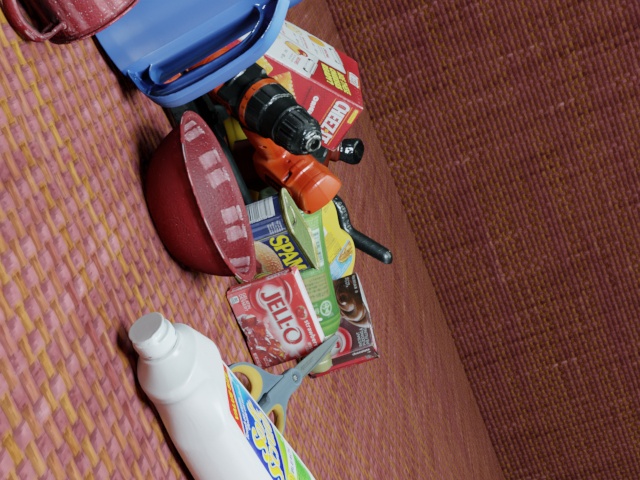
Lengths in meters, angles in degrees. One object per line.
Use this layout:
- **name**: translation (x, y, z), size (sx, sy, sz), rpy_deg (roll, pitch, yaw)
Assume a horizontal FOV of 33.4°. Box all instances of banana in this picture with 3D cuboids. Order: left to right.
- **banana**: translation (-0.094, -0.135, 1.309), size (0.069, 0.037, 0.198), rpy_deg (51, 23, -65)

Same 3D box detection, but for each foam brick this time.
- **foam brick**: translation (-0.059, -0.086, 1.249), size (0.078, 0.051, 0.053), rpy_deg (17, 72, -46)

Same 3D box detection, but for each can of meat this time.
- **can of meat**: translation (-0.057, 0.001, 1.114), size (0.102, 0.084, 0.057), rpy_deg (58, 16, -52)

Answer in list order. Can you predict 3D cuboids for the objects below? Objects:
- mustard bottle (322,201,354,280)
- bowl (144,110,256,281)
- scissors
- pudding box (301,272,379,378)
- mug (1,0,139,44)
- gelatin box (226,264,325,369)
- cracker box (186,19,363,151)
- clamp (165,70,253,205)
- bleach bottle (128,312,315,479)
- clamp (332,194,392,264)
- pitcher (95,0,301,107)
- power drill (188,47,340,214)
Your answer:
- **mustard bottle**: translation (-0.003, 0.019, 1.360), size (0.058, 0.096, 0.191), rpy_deg (32, -16, 34)
- **bowl**: translation (-0.113, -0.032, 0.956), size (0.162, 0.055, 0.162), rpy_deg (-19, 90, -80)
- **scissors**: translation (-0.041, 0.119, 0.987), size (0.096, 0.016, 0.201), rpy_deg (55, 36, -20)
- **pudding box**: translation (0.017, 0.104, 1.310), size (0.039, 0.090, 0.113), rpy_deg (62, 13, -48)
- **mug**: translation (-0.192, -0.197, 0.786), size (0.117, 0.093, 0.081), rpy_deg (-57, 133, -29)
- **gelatin box**: translation (-0.044, 0.078, 1.073), size (0.030, 0.073, 0.089), rpy_deg (-72, 141, -74)
- **cracker box**: translation (-0.061, -0.204, 1.222), size (0.213, 0.072, 0.164), rpy_deg (28, 24, -14)
- **clamp**: translation (-0.117, -0.109, 1.133), size (0.210, 0.036, 0.164), rpy_deg (49, 21, -68)
- **bleach bottle**: translation (-0.072, 0.154, 0.812), size (0.102, 0.068, 0.250), rpy_deg (-97, 162, -52)
- **clamp**: translation (0.011, -0.004, 1.531), size (0.171, 0.120, 0.039), rpy_deg (51, 20, 3)
- **pitcher**: translation (-0.083, -0.234, 0.949), size (0.149, 0.243, 0.145), rpy_deg (61, 16, -18)
- **power drill**: translation (-0.041, -0.104, 1.077), size (0.185, 0.057, 0.187), rpy_deg (43, -10, 34)
